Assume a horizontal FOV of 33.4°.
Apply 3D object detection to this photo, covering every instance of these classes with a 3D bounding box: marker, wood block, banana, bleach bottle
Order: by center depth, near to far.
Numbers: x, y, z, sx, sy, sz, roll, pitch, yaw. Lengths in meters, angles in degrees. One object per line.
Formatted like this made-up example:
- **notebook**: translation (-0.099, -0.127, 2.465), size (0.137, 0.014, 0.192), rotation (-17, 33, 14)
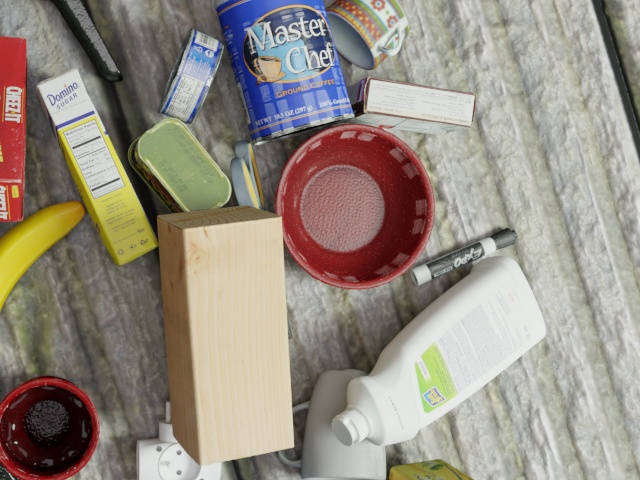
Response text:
- **wood block**: translation (-0.085, 0.080, 0.941), size (0.090, 0.090, 0.206), rotation (-7, 101, -22)
- **banana**: translation (-0.289, 0.042, 0.991), size (0.069, 0.037, 0.198), rotation (26, 83, -16)
- **bleach bottle**: translation (0.107, 0.113, 1.025), size (0.250, 0.068, 0.102), rotation (-30, 97, -32)
- **marker**: translation (0.149, 0.015, 1.102), size (0.121, 0.020, 0.020), rotation (-23, 94, -12)

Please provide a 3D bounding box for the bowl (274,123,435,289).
- **bowl**: translation (0.029, -0.032, 1.055), size (0.162, 0.055, 0.162), rotation (0, 89, -13)

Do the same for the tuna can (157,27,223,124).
- **tuna can**: translation (-0.122, -0.154, 1.006), size (0.033, 0.086, 0.086), rotation (22, 85, -14)

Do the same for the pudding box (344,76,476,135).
- **pudding box**: translation (0.086, -0.131, 1.052), size (0.113, 0.090, 0.039), rotation (5, 89, -13)

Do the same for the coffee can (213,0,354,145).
- **coffee can**: translation (-0.034, -0.172, 1.018), size (0.102, 0.103, 0.140), rotation (-16, 93, -13)

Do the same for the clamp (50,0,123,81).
- **clamp**: translation (-0.239, -0.270, 1.005), size (0.210, 0.036, 0.164), rotation (31, 83, -11)

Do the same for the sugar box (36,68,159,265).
- **sugar box**: translation (-0.206, -0.064, 0.982), size (0.048, 0.093, 0.176), rotation (-28, 95, -13)

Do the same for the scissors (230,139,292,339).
- **scissors**: translation (-0.057, 0.001, 1.022), size (0.016, 0.096, 0.202), rotation (-13, 90, 8)

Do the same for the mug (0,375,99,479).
- **mug**: translation (-0.262, 0.168, 0.972), size (0.117, 0.082, 0.093), rotation (1, 89, -13)

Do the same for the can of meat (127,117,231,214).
- **can of meat**: translation (-0.131, -0.065, 1.004), size (0.057, 0.084, 0.102), rotation (-41, 98, -11)
